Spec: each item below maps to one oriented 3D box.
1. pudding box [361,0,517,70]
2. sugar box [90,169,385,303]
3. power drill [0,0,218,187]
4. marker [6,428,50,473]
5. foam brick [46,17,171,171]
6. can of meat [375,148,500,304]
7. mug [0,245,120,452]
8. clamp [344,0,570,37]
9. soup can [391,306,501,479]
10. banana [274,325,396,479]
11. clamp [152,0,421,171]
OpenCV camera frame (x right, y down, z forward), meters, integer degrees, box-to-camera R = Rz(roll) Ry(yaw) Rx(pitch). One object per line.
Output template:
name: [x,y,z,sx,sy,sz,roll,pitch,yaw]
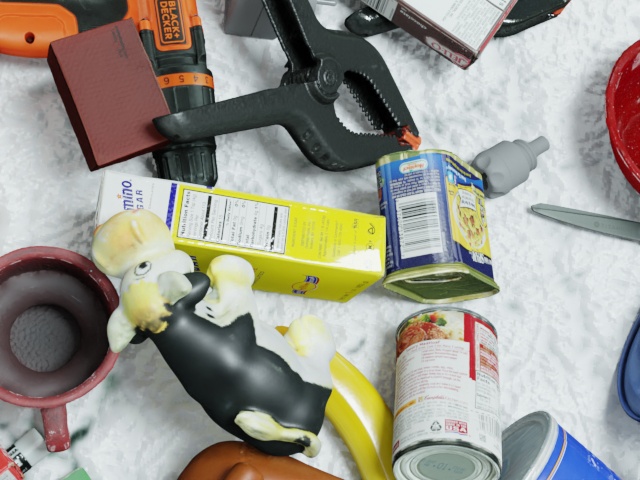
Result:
pudding box: [0.083,-0.187,0.742,0.113,0.039,0.090,35,77,1]
sugar box: [-0.054,0.001,0.674,0.176,0.093,0.048,6,74,-11]
power drill: [-0.163,-0.105,0.693,0.187,0.057,0.184,-7,81,-17]
marker: [-0.215,0.159,0.640,0.121,0.020,0.020,-40,89,-18]
foam brick: [-0.126,-0.086,0.644,0.053,0.051,0.078,-21,93,-16]
can of meat: [0.077,-0.008,0.706,0.058,0.102,0.084,-11,74,24]
mug: [-0.164,0.068,0.639,0.093,0.082,0.117,-11,80,-16]
clamp: [0.099,-0.184,0.782,0.171,0.039,0.120,18,81,-2]
soup can: [0.080,0.102,0.677,0.068,0.069,0.102,15,49,-10]
banana: [0.026,0.142,0.691,0.069,0.037,0.198,-15,82,-18]
clamp: [-0.013,-0.096,0.681,0.209,0.036,0.164,37,65,-38]
